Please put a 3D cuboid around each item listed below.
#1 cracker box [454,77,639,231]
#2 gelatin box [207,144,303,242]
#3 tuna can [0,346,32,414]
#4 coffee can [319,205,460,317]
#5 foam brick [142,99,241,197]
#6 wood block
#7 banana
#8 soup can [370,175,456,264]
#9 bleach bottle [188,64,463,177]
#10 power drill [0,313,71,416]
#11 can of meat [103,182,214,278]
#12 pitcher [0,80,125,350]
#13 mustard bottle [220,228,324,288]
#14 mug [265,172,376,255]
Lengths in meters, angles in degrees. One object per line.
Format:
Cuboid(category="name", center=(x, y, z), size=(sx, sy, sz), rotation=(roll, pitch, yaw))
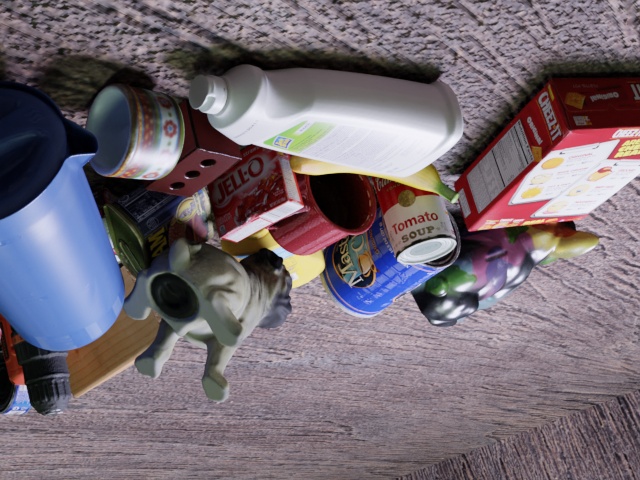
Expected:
Cuboid(category="cracker box", center=(0.264, -0.092, 1.144), size=(0.164, 0.072, 0.214), rotation=(-5, 156, -25))
Cuboid(category="gelatin box", center=(-0.066, -0.049, 1.022), size=(0.089, 0.073, 0.030), rotation=(-27, 156, 28))
Cuboid(category="tuna can", center=(-0.387, 0.176, 1.340), size=(0.033, 0.086, 0.086), rotation=(8, 149, -42))
Cuboid(category="coffee can", center=(0.078, 0.016, 1.237), size=(0.102, 0.103, 0.141), rotation=(2, 152, -37))
Cuboid(category="foam brick", center=(-0.118, -0.080, 0.941), size=(0.052, 0.051, 0.078), rotation=(9, 148, -45))
Cuboid(category="wood block", center=(-0.217, 0.090, 1.194), size=(0.207, 0.090, 0.090), rotation=(-33, 178, 42))
Cuboid(category="banana", center=(0.047, -0.077, 1.046), size=(0.197, 0.070, 0.037), rotation=(7, 111, -31))
Cuboid(category="soup can", center=(0.098, -0.033, 1.131), size=(0.068, 0.102, 0.068), rotation=(-13, 158, -5))
Cuboid(category="bleach bottle", center=(0.003, -0.113, 0.931), size=(0.250, 0.068, 0.103), rotation=(7, 149, -39))
Cuboid(category="power drill", center=(-0.297, 0.100, 1.109), size=(0.057, 0.184, 0.188), rotation=(-7, 166, -21))
Cuboid(category="can of meat", center=(-0.151, -0.017, 1.014), size=(0.083, 0.057, 0.102), rotation=(-38, 154, -23))
Cuboid(category="pitcher", center=(-0.250, -0.005, 0.876), size=(0.145, 0.149, 0.243), rotation=(-53, 158, -24))
Cuboid(category="mustard bottle", center=(-0.058, 0.001, 1.170), size=(0.096, 0.058, 0.191), rotation=(-13, 159, 6))
Cuboid(category="mug", center=(-0.012, -0.032, 1.072), size=(0.117, 0.093, 0.082), rotation=(-20, 173, -47))
